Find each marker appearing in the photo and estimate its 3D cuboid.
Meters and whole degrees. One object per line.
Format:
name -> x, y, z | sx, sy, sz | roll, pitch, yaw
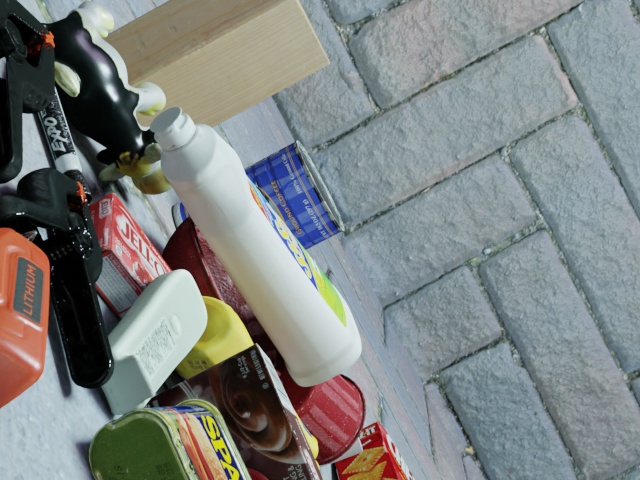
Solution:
marker -> -0.189, -0.072, 0.776 | 0.121, 0.020, 0.020 | 66, 7, 28

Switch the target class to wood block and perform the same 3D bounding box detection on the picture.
wood block -> -0.109, -0.168, 0.983 | 0.090, 0.206, 0.090 | 55, 10, -49

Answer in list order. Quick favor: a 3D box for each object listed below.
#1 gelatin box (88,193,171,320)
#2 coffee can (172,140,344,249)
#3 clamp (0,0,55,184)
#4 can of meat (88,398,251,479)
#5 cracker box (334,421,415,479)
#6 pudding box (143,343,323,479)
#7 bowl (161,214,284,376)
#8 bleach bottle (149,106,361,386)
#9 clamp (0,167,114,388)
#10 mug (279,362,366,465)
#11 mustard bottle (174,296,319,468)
gelatin box -> -0.135, 0.021, 0.758 | 0.089, 0.030, 0.073 | 59, 10, -33
coffee can -> -0.061, -0.023, 1.064 | 0.103, 0.140, 0.103 | 61, 6, -12
clamp -> -0.212, -0.116, 0.699 | 0.210, 0.036, 0.164 | -48, 115, -83
can of meat -> -0.079, 0.142, 0.599 | 0.102, 0.057, 0.084 | 63, 9, 13
cracker box -> 0.086, 0.306, 1.132 | 0.164, 0.072, 0.214 | 61, 2, -11
pudding box -> -0.054, 0.136, 0.671 | 0.113, 0.090, 0.039 | 65, 5, 29
bowl -> -0.091, 0.052, 0.892 | 0.162, 0.055, 0.162 | 61, 6, -12
bleach bottle -> -0.056, 0.001, 0.853 | 0.250, 0.068, 0.102 | 56, 9, -34
clamp -> -0.152, 0.013, 0.636 | 0.171, 0.039, 0.120 | -104, 176, -74
mug -> -0.012, 0.134, 0.960 | 0.093, 0.117, 0.081 | 16, -22, 39
mustard bottle -> -0.051, 0.132, 0.807 | 0.096, 0.058, 0.191 | 17, -38, 54
